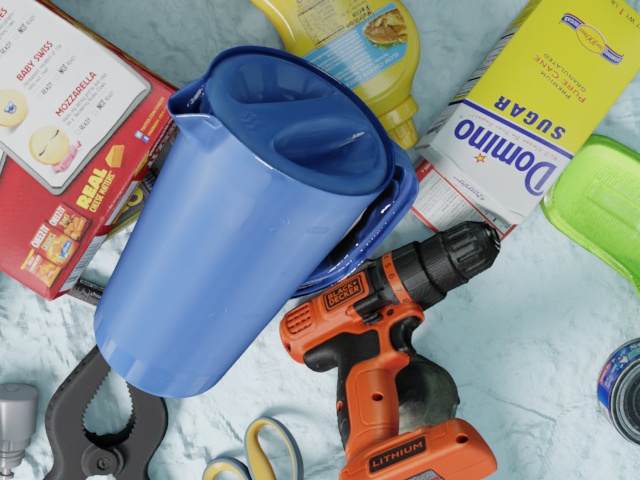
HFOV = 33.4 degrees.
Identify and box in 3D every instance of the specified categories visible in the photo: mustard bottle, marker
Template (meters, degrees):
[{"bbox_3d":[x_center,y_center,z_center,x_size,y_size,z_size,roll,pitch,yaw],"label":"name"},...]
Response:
[{"bbox_3d":[0.017,-0.150,0.772,0.096,0.058,0.191,-31,101,2],"label":"mustard bottle"},{"bbox_3d":[-0.206,0.030,0.817,0.121,0.020,0.020,23,99,-8],"label":"marker"}]

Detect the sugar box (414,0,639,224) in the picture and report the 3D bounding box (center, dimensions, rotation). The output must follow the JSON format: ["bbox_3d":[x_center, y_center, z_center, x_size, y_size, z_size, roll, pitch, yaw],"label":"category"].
[{"bbox_3d":[0.159,-0.107,0.778,0.093,0.048,0.176,38,83,-10],"label":"sugar box"}]

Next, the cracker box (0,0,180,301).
[{"bbox_3d":[-0.218,-0.086,0.716,0.213,0.072,0.164,33,95,-1],"label":"cracker box"}]

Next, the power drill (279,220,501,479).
[{"bbox_3d":[0.063,0.088,0.757,0.185,0.187,0.057,-30,135,19],"label":"power drill"}]

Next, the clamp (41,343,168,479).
[{"bbox_3d":[-0.180,0.172,0.830,0.164,0.036,0.210,0,101,-18],"label":"clamp"}]

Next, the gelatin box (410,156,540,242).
[{"bbox_3d":[0.111,-0.034,0.816,0.089,0.030,0.073,42,95,-10],"label":"gelatin box"}]

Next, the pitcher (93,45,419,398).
[{"bbox_3d":[-0.055,0.001,0.731,0.149,0.144,0.243,40,126,5],"label":"pitcher"}]

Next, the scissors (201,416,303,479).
[{"bbox_3d":[-0.036,0.237,0.821,0.096,0.016,0.202,-22,68,18],"label":"scissors"}]
